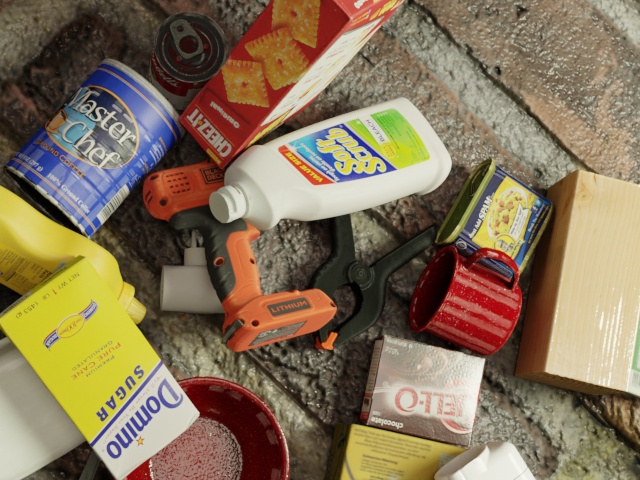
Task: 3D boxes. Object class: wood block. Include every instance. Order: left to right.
[{"bbox_3d":[0.269,0.045,1.083,0.090,0.090,0.206,13,78,-6],"label":"wood block"}]

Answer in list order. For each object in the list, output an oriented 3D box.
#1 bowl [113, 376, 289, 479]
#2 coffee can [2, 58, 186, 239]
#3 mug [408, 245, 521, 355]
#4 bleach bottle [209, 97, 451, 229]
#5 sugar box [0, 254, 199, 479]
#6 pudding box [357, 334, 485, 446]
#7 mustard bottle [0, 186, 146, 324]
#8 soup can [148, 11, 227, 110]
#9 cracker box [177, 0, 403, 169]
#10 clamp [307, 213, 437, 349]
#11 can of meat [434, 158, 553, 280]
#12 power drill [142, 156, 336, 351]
[{"bbox_3d":[-0.112,0.208,0.994,0.162,0.055,0.162,2,81,-12],"label":"bowl"},{"bbox_3d":[-0.209,-0.084,0.994,0.103,0.103,0.140,41,76,-4],"label":"coffee can"},{"bbox_3d":[0.150,0.054,1.050,0.081,0.093,0.117,25,122,-13],"label":"mug"},{"bbox_3d":[0.006,-0.061,1.007,0.250,0.068,0.102,-23,74,-38],"label":"bleach bottle"},{"bbox_3d":[-0.191,0.110,0.921,0.093,0.048,0.176,-38,102,-15],"label":"sugar box"},{"bbox_3d":[0.101,0.149,1.058,0.113,0.039,0.090,14,79,-10],"label":"pudding box"},{"bbox_3d":[-0.243,0.024,0.970,0.191,0.096,0.058,33,45,-21],"label":"mustard bottle"},{"bbox_3d":[-0.129,-0.170,1.025,0.068,0.102,0.068,2,81,-12],"label":"soup can"},{"bbox_3d":[-0.017,-0.178,0.968,0.072,0.214,0.164,47,41,0],"label":"cracker box"},{"bbox_3d":[0.046,0.033,1.066,0.120,0.039,0.171,17,81,-4],"label":"clamp"},{"bbox_3d":[0.179,-0.019,1.093,0.084,0.057,0.102,32,77,-8],"label":"can of meat"},{"bbox_3d":[-0.057,0.001,1.008,0.184,0.057,0.188,-14,68,-30],"label":"power drill"}]
